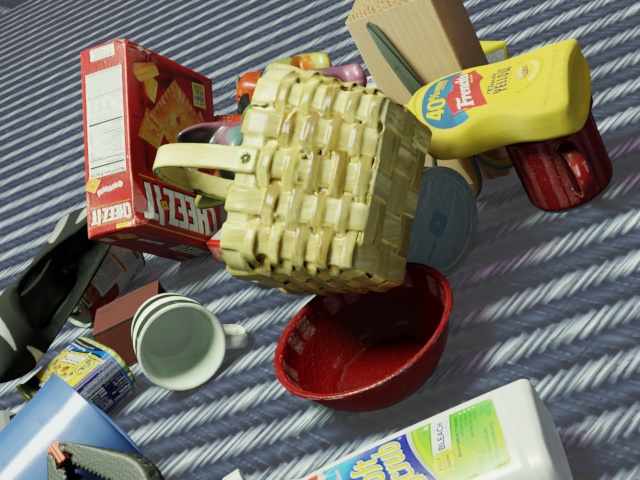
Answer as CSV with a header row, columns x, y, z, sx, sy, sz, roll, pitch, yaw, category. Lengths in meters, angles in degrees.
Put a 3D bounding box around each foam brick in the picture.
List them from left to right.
x,y,z,sx,sy,sz,roll,pitch,yaw,category
-0.190,0.088,1.113,0.078,0.051,0.053,-26,28,8,foam brick

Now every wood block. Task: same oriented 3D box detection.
x,y,z,sx,sy,sz,roll,pitch,yaw,category
0.115,-0.161,1.062,0.091,0.206,0.090,-14,32,26,wood block

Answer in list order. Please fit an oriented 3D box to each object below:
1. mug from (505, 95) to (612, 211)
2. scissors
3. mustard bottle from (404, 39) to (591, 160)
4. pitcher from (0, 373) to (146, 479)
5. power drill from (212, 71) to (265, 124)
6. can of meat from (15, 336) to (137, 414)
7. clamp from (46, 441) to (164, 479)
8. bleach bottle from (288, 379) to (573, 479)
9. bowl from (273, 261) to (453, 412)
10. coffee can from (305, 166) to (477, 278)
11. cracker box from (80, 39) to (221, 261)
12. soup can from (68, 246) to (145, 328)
x,y,z,sx,sy,sz,roll,pitch,yaw,category
0.218,-0.076,0.962,0.093,0.081,0.117,-29,28,1,mug
0.123,-0.130,1.013,0.096,0.201,0.016,-18,23,16,scissors
0.139,-0.117,0.950,0.192,0.058,0.096,-12,43,32,mustard bottle
-0.246,0.238,0.851,0.242,0.145,0.149,-46,-3,-19,pitcher
-0.043,-0.159,1.332,0.184,0.057,0.187,0,25,1,power drill
-0.242,0.146,1.063,0.083,0.057,0.102,-42,30,-24,can of meat
-0.122,0.211,0.753,0.164,0.036,0.210,-41,58,3,clamp
0.044,0.185,0.732,0.251,0.068,0.102,-25,31,14,bleach bottle
0.044,0.090,0.887,0.162,0.055,0.162,-23,29,13,bowl
0.061,-0.022,1.001,0.102,0.102,0.141,-45,32,-26,coffee can
-0.183,-0.097,1.183,0.072,0.164,0.214,-13,74,28,cracker box
-0.259,0.042,1.233,0.069,0.068,0.102,0,40,43,soup can
